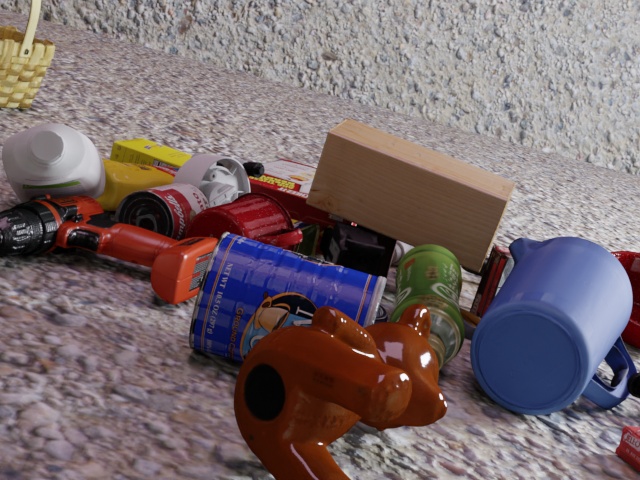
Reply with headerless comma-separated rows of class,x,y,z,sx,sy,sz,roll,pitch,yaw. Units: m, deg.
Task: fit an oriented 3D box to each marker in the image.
marker,-0.113,-0.092,1.302,0.121,0.020,0.020,12,8,42

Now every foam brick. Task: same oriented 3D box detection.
foam brick,0.062,0.006,1.259,0.051,0.078,0.053,15,11,2

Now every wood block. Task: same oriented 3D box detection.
wood block,0.102,-0.053,1.189,0.206,0.091,0.090,22,21,10

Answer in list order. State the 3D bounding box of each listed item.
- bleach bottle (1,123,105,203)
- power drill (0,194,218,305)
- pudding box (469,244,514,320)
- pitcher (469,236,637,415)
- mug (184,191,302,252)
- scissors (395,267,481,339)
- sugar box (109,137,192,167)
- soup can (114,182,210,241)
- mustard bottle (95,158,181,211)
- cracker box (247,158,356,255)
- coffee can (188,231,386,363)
bleach bottle,-0.262,-0.078,1.065,0.102,0.068,0.251,-10,-1,-14
power drill,-0.204,0.004,1.012,0.188,0.057,0.184,19,14,13
pudding box,0.232,0.059,1.204,0.113,0.090,0.039,10,17,-25
pitcher,0.231,0.090,1.037,0.149,0.145,0.242,7,14,20
mug,-0.075,0.001,1.087,0.117,0.093,0.081,0,9,30
scissors,0.110,0.066,1.201,0.096,0.016,0.202,6,16,-35
sugar box,-0.188,-0.092,1.443,0.176,0.048,0.093,17,14,12
soup can,-0.167,-0.025,1.148,0.068,0.068,0.102,19,13,14
mustard bottle,-0.196,-0.063,1.293,0.191,0.058,0.096,2,14,-45
cracker box,-0.016,-0.045,1.392,0.164,0.072,0.213,16,15,12
coffee can,-0.026,0.061,0.885,0.140,0.103,0.102,16,14,4
